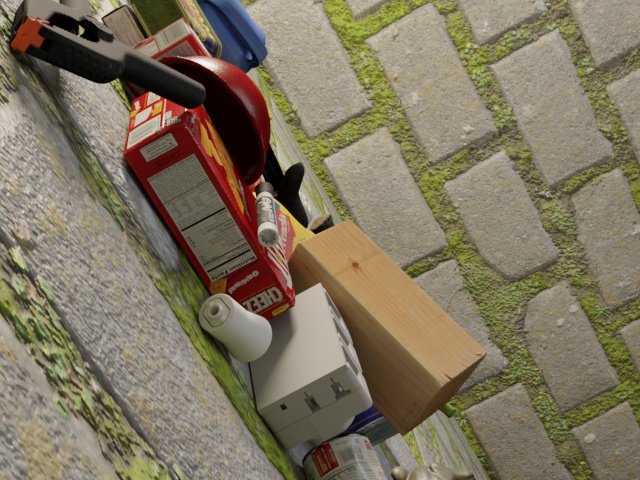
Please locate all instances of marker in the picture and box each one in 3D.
[{"bbox_3d":[-0.051,-0.027,1.002,0.020,0.020,0.121,59,8,-23],"label":"marker"}]

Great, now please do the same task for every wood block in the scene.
[{"bbox_3d":[0.058,0.087,1.109,0.206,0.090,0.090,45,42,18],"label":"wood block"}]

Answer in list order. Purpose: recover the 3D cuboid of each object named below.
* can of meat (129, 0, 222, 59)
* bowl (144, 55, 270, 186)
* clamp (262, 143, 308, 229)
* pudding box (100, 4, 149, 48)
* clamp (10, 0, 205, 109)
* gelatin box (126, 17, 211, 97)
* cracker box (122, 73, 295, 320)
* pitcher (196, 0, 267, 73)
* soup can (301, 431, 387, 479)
[{"bbox_3d":[-0.166,-0.246,1.207,0.102,0.057,0.084,60,10,10],"label":"can of meat"},{"bbox_3d":[-0.107,-0.135,1.122,0.162,0.055,0.162,28,-36,23],"label":"bowl"},{"bbox_3d":[-0.054,-0.070,1.396,0.120,0.039,0.171,55,-21,36],"label":"clamp"},{"bbox_3d":[-0.201,-0.213,1.221,0.113,0.039,0.090,59,7,-7],"label":"pudding box"},{"bbox_3d":[-0.197,-0.170,0.880,0.165,0.036,0.209,41,15,13],"label":"clamp"},{"bbox_3d":[-0.166,-0.188,1.143,0.030,0.089,0.073,63,5,29],"label":"gelatin box"},{"bbox_3d":[-0.105,-0.039,1.038,0.213,0.072,0.164,60,6,-24],"label":"cracker box"},{"bbox_3d":[-0.183,-0.340,1.535,0.242,0.149,0.145,51,25,-45],"label":"pitcher"},{"bbox_3d":[0.031,0.232,0.957,0.102,0.068,0.068,64,6,32],"label":"soup can"}]
